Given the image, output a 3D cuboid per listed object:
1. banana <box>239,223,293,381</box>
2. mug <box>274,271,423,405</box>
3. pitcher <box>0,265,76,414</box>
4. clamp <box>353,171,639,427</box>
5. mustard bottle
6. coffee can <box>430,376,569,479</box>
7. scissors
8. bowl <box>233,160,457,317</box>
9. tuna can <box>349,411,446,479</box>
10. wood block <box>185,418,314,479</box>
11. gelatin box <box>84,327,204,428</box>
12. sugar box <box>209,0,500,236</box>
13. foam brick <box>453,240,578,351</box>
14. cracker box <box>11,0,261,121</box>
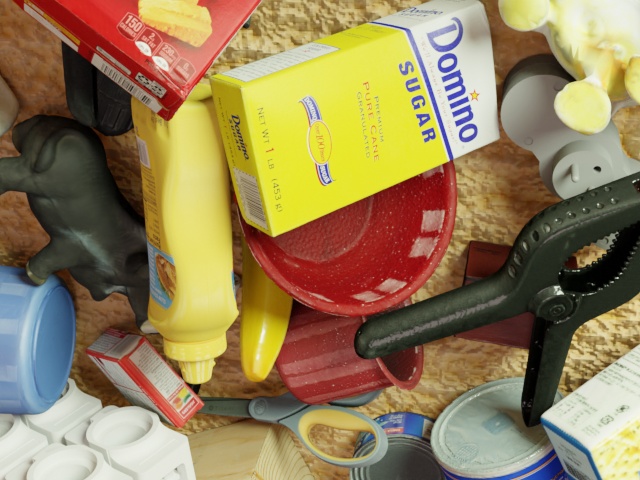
[{"bbox_3d":[-0.045,-0.006,0.730,0.037,0.069,0.198,-3,99,36],"label":"banana"},{"bbox_3d":[0.014,0.059,0.764,0.082,0.093,0.117,-19,85,26],"label":"mug"},{"bbox_3d":[-0.319,0.065,0.803,0.243,0.149,0.145,4,109,6],"label":"pitcher"},{"bbox_3d":[0.146,0.038,0.671,0.164,0.036,0.210,31,119,-33],"label":"clamp"},{"bbox_3d":[-0.084,0.000,0.677,0.058,0.096,0.192,-7,107,-20],"label":"mustard bottle"},{"bbox_3d":[0.153,0.188,0.793,0.103,0.102,0.140,-16,116,19],"label":"coffee can"},{"bbox_3d":[-0.031,0.115,0.833,0.202,0.096,0.016,16,168,31],"label":"scissors"},{"bbox_3d":[0.008,-0.031,0.694,0.162,0.162,0.055,49,158,-17],"label":"bowl"},{"bbox_3d":[0.067,0.178,0.846,0.086,0.033,0.086,5,121,9],"label":"tuna can"},{"bbox_3d":[-0.117,0.224,0.879,0.206,0.090,0.091,-17,114,21],"label":"wood block"},{"bbox_3d":[-0.137,0.105,0.822,0.073,0.030,0.089,52,157,-18],"label":"gelatin box"},{"bbox_3d":[0.027,-0.078,0.637,0.176,0.048,0.093,-24,118,-24],"label":"sugar box"},{"bbox_3d":[0.136,0.039,0.741,0.078,0.053,0.051,9,121,8],"label":"foam brick"},{"bbox_3d":[-0.079,-0.199,0.569,0.164,0.072,0.213,38,79,-11],"label":"cracker box"}]
